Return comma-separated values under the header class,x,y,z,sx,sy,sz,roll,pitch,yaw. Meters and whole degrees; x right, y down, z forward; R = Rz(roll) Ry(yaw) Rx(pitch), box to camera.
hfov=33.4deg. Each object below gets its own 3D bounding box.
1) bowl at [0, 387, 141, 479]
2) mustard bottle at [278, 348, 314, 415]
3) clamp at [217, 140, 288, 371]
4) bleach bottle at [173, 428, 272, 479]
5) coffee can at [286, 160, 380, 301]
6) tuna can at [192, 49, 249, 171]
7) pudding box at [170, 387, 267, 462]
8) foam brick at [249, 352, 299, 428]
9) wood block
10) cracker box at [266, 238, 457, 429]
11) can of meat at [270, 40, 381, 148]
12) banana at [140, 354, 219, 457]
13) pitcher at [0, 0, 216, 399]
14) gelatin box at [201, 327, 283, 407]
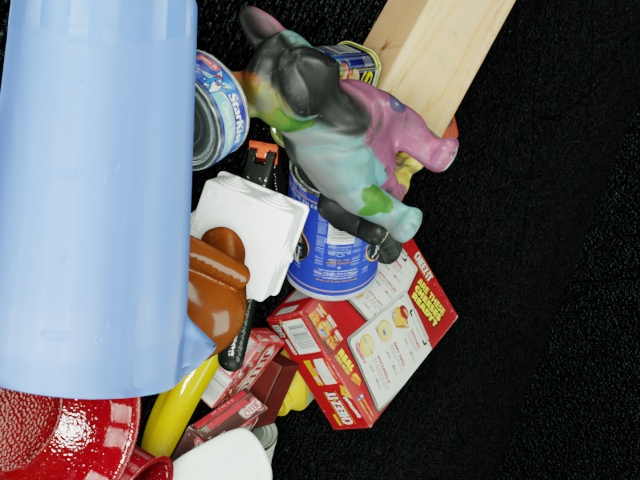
class,x,y,z,sx,sy,sz,roll,pitch,yaw
bowl,-0.209,0.134,0.781,0.161,0.055,0.162,-17,112,-49
mustard bottle,-0.015,0.148,1.288,0.191,0.058,0.096,-46,151,-40
clamp,-0.057,0.001,1.030,0.164,0.036,0.210,-54,152,-66
bleach bottle,-0.089,0.265,1.091,0.102,0.068,0.251,-26,157,-7
coffee can,0.015,-0.022,1.101,0.102,0.103,0.140,-45,152,-40
tuna can,-0.096,-0.095,0.782,0.033,0.086,0.086,-41,149,-43
pudding box,-0.113,0.215,1.112,0.089,0.039,0.114,-29,159,-46
foam brick,-0.068,0.160,1.185,0.078,0.053,0.051,-66,159,8
wood block,0.117,-0.216,1.095,0.090,0.091,0.206,34,80,-27
cracker box,0.052,0.092,1.258,0.213,0.072,0.164,-45,111,-40
can of meat,0.004,-0.135,1.009,0.083,0.057,0.102,-18,130,-54
banana,-0.127,0.143,1.048,0.197,0.037,0.069,-59,158,-12
pitcher,-0.148,-0.034,0.640,0.149,0.145,0.243,-3,101,-55
gelatin box,-0.084,0.133,1.122,0.089,0.030,0.073,-53,163,6
